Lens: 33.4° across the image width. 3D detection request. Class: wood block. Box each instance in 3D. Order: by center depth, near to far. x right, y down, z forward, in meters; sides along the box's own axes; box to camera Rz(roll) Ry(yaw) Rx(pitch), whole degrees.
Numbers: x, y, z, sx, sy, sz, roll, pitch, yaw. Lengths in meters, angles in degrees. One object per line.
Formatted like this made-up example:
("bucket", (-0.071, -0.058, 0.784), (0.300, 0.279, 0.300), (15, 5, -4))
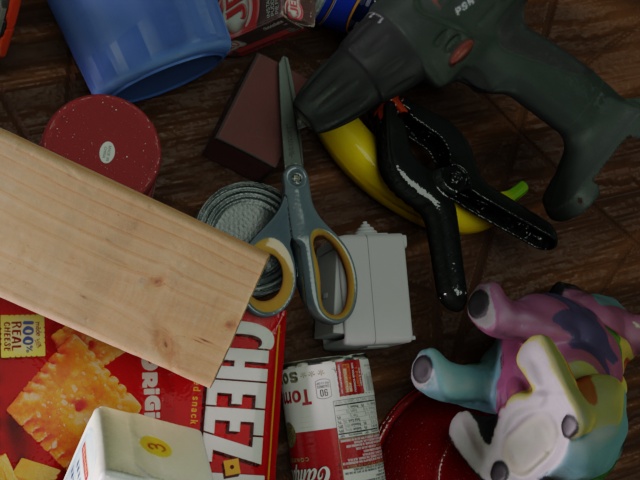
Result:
("wood block", (-0.147, 0.005, 0.660), (0.206, 0.091, 0.090), (25, 83, -10))

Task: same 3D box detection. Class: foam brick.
("foam brick", (-0.047, -0.092, 0.808), (0.051, 0.053, 0.078), (27, 73, -10))

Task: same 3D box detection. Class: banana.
("banana", (0.069, -0.052, 0.846), (0.197, 0.037, 0.069), (25, 60, -11))

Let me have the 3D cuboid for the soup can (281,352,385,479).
("soup can", (0.009, 0.137, 0.775), (0.068, 0.069, 0.102), (-5, 81, -17))

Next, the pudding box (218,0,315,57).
("pudding box", (-0.046, -0.204, 0.808), (0.039, 0.090, 0.113), (12, 73, -43))

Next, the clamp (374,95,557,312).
("clamp", (0.105, -0.039, 0.811), (0.120, 0.039, 0.171), (-18, 78, -35))

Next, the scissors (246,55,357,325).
("scissors", (-0.034, -0.031, 0.760), (0.096, 0.016, 0.202), (-17, 80, -20))

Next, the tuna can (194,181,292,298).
("tuna can", (-0.055, 0.001, 0.799), (0.086, 0.034, 0.086), (3, 79, -16))

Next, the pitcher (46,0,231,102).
("pitcher", (-0.148, -0.230, 0.771), (0.149, 0.145, 0.243), (-23, 91, 5))

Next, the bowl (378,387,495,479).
("bowl", (0.119, 0.182, 0.806), (0.162, 0.055, 0.162), (3, 80, -16))

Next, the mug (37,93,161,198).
("mug", (-0.168, -0.051, 0.750), (0.117, 0.082, 0.093), (-16, 85, -19))

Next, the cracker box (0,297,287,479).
("cracker box", (-0.137, 0.119, 0.733), (0.213, 0.072, 0.164), (7, 79, -16))
